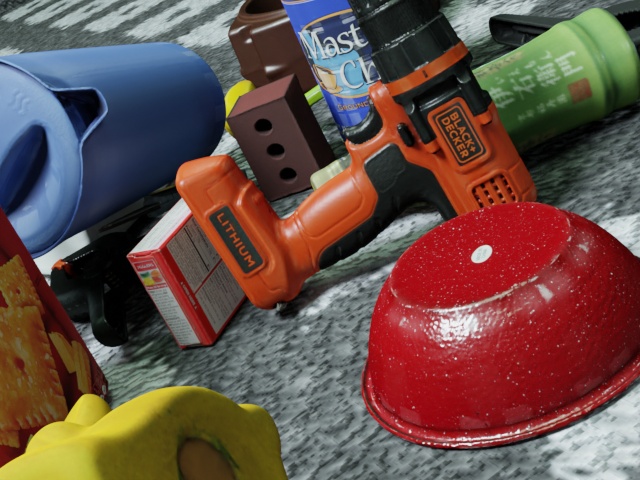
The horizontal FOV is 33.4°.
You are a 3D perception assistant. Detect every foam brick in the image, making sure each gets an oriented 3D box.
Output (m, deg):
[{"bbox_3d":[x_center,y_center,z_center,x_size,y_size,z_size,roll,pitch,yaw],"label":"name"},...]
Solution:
[{"bbox_3d":[-0.030,-0.079,0.829,0.053,0.078,0.051,-19,25,19],"label":"foam brick"}]

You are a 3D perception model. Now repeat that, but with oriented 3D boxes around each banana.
[{"bbox_3d":[-0.055,-0.115,0.973,0.069,0.037,0.198,-36,23,-15],"label":"banana"}]

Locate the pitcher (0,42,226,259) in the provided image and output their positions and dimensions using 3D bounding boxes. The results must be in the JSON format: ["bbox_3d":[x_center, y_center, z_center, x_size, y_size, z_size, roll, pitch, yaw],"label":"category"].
[{"bbox_3d":[-0.175,-0.075,0.779,0.149,0.145,0.242,20,21,16],"label":"pitcher"}]

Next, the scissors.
[{"bbox_3d":[-0.106,-0.033,0.819,0.096,0.016,0.202,-15,8,1],"label":"scissors"}]

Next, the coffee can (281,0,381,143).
[{"bbox_3d":[0.037,-0.160,0.849,0.103,0.140,0.103,-21,24,10],"label":"coffee can"}]

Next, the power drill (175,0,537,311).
[{"bbox_3d":[0.010,-0.056,0.635,0.188,0.184,0.057,-29,10,15],"label":"power drill"}]

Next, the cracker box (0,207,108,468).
[{"bbox_3d":[-0.201,0.049,0.561,0.072,0.213,0.164,-20,24,12],"label":"cracker box"}]

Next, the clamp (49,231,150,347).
[{"bbox_3d":[-0.152,0.032,0.762,0.172,0.039,0.120,-14,28,47],"label":"clamp"}]

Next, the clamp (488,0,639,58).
[{"bbox_3d":[0.193,-0.151,0.805,0.210,0.036,0.164,-9,29,28],"label":"clamp"}]

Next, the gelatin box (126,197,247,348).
[{"bbox_3d":[-0.077,0.014,0.687,0.030,0.073,0.089,-10,28,31],"label":"gelatin box"}]

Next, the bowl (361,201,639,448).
[{"bbox_3d":[0.086,0.028,0.524,0.162,0.055,0.162,-21,25,10],"label":"bowl"}]
